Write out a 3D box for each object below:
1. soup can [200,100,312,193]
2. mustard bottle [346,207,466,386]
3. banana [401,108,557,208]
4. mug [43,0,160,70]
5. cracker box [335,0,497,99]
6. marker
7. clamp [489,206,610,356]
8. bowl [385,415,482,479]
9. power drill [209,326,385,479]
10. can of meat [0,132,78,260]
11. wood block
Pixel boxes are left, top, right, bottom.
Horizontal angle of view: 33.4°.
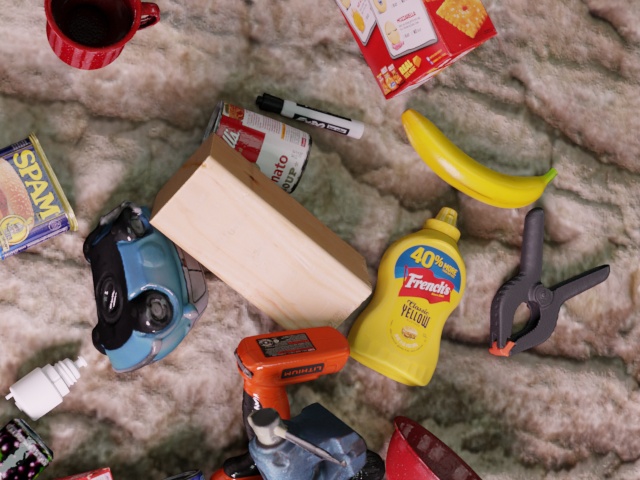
[{"bbox_3d":[-0.067,-0.095,1.100,0.102,0.069,0.068,19,76,-14],"label":"soup can"},{"bbox_3d":[0.104,0.052,1.137,0.096,0.058,0.191,28,74,-13],"label":"mustard bottle"},{"bbox_3d":[0.172,-0.081,1.194,0.197,0.037,0.069,22,58,-15],"label":"banana"},{"bbox_3d":[-0.218,-0.221,1.064,0.117,0.082,0.093,-11,85,-19],"label":"mug"},{"bbox_3d":[0.079,-0.275,1.124,0.072,0.164,0.214,-27,91,-21],"label":"cracker box"},{"bbox_3d":[-0.011,-0.135,1.150,0.121,0.020,0.020,15,77,-15],"label":"marker"},{"bbox_3d":[0.251,0.062,1.193,0.120,0.039,0.171,28,80,-7],"label":"clamp"},{"bbox_3d":[0.118,0.252,1.074,0.162,0.162,0.055,40,96,-8],"label":"bowl"},{"bbox_3d":[-0.016,0.179,1.038,0.184,0.057,0.188,-6,115,-21],"label":"power drill"},{"bbox_3d":[-0.293,-0.040,1.026,0.083,0.057,0.102,-26,89,-17],"label":"can of meat"},{"bbox_3d":[-0.056,0.001,1.048,0.206,0.091,0.090,40,104,-16],"label":"wood block"}]
